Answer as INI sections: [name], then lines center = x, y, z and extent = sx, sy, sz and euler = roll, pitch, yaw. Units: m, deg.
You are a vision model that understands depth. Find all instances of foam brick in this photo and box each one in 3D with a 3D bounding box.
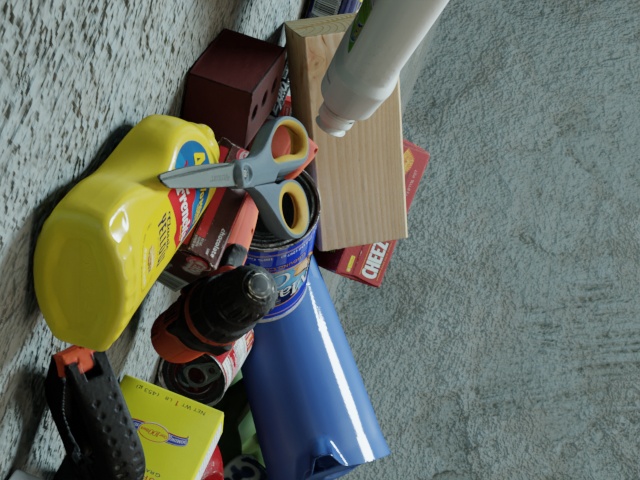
[foam brick]
center = -0.064, -0.113, 0.794
extent = 0.078, 0.051, 0.053
euler = -63, 171, -49

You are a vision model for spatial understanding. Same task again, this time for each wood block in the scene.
[wood block]
center = 0.024, -0.105, 1.021
extent = 0.090, 0.090, 0.206
euler = -123, -155, -66

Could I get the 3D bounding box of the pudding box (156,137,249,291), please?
[pudding box]
center = -0.089, -0.016, 0.779
extent = 0.114, 0.039, 0.090
euler = -22, -138, 64

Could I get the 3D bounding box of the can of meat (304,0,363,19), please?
[can of meat]
center = 0.022, -0.254, 1.108
extent = 0.102, 0.057, 0.084
euler = -60, 172, -57

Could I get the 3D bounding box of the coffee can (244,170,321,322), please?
[coffee can]
center = -0.057, 0.001, 1.008
extent = 0.140, 0.103, 0.102
euler = 101, 11, -58

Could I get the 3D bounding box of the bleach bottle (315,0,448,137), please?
[bleach bottle]
center = 0.065, -0.189, 0.830
extent = 0.251, 0.068, 0.102
euler = -58, -168, 33

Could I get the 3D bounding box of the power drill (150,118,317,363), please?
[power drill]
center = -0.063, -0.001, 0.838
extent = 0.185, 0.057, 0.187
euler = -30, -145, 57

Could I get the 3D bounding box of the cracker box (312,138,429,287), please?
[cracker box]
center = 0.023, -0.048, 1.249
extent = 0.214, 0.072, 0.164
euler = 21, -89, 61

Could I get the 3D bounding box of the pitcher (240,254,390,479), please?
[pitcher]
center = -0.024, 0.140, 1.152
extent = 0.144, 0.243, 0.149
euler = -7, 165, -43

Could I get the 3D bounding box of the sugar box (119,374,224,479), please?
[sugar box]
center = -0.152, 0.202, 0.845
extent = 0.048, 0.093, 0.176
euler = 101, 10, -53

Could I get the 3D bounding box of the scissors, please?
[scissors]
center = -0.047, -0.027, 0.704
extent = 0.201, 0.016, 0.096
euler = -45, 127, -60

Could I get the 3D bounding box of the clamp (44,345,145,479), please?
[clamp]
center = -0.137, 0.152, 0.693
extent = 0.036, 0.165, 0.210
euler = -27, 141, -30

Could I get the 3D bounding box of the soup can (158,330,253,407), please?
[soup can]
center = -0.111, 0.113, 1.057
extent = 0.102, 0.068, 0.068
euler = -59, 168, -64

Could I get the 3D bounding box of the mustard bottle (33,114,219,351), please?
[mustard bottle]
center = -0.107, -0.023, 0.660
extent = 0.191, 0.058, 0.096
euler = -63, 163, -54
